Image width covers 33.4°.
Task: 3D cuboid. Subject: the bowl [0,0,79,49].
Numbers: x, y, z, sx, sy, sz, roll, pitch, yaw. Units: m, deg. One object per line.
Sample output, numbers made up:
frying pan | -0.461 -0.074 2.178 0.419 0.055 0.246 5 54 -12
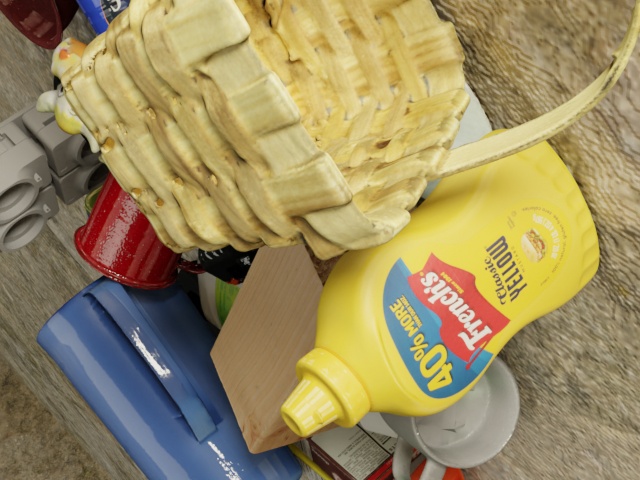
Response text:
bowl | -0.243 -0.241 0.882 0.162 0.055 0.162 42 156 23

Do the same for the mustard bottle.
mustard bottle | 0.055 0.031 0.538 0.058 0.191 0.096 12 135 58

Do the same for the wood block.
wood block | 0.001 0.056 0.734 0.091 0.090 0.206 63 150 25

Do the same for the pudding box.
pudding box | 0.030 0.157 0.912 0.114 0.090 0.039 36 152 35

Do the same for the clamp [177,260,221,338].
clamp | -0.102 0.059 1.087 0.210 0.036 0.164 22 139 54

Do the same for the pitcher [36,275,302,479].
pitcher | -0.125 0.137 0.921 0.145 0.149 0.243 -43 80 27

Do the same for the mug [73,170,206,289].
mug | -0.134 -0.014 0.877 0.117 0.082 0.093 26 -157 -5

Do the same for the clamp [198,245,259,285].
clamp | -0.055 0.001 0.800 0.172 0.120 0.039 -33 51 58
